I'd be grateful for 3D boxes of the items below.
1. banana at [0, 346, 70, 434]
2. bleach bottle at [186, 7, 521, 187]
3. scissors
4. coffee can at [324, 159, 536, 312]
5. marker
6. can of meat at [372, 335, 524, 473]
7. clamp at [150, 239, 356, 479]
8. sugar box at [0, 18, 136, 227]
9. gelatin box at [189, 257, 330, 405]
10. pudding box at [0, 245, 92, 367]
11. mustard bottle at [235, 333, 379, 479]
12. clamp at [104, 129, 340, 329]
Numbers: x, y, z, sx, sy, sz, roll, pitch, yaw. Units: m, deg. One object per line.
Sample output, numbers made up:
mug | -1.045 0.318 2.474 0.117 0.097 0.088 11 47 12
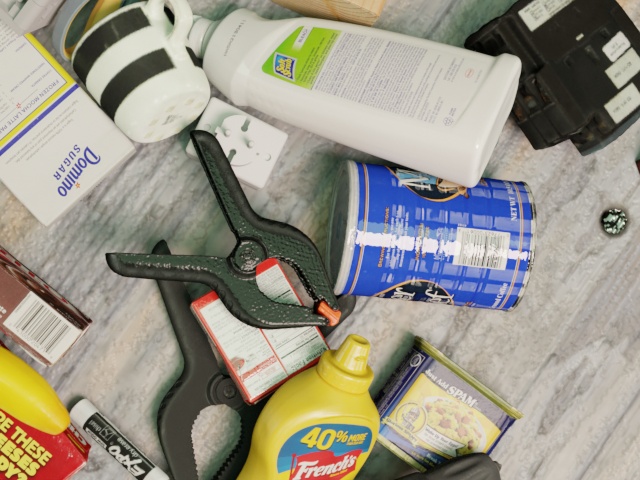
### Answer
banana | -0.269 0.089 0.734 0.197 0.037 0.070 8 100 -8
bleach bottle | 0.015 -0.125 0.802 0.251 0.068 0.102 21 63 14
scissors | -0.121 -0.207 0.773 0.202 0.096 0.016 -48 66 19
coffee can | 0.080 -0.003 0.813 0.140 0.103 0.103 6 89 -7
marker | -0.142 0.165 0.806 0.121 0.020 0.020 39 85 15
can of meat | 0.093 0.139 0.838 0.102 0.057 0.084 37 88 -5
clamp | -0.061 0.112 0.828 0.164 0.036 0.210 7 85 -6
sugar box | -0.232 -0.104 0.804 0.093 0.048 0.176 -42 98 -5
gelatin box | -0.045 0.067 0.802 0.073 0.030 0.089 -31 88 -13
pudding box | -0.223 0.040 0.782 0.113 0.090 0.039 43 86 -6
mustard bottle | -0.008 0.154 0.787 0.096 0.058 0.192 11 111 -34
clamp | -0.055 0.001 0.772 0.171 0.039 0.120 26 89 -10
